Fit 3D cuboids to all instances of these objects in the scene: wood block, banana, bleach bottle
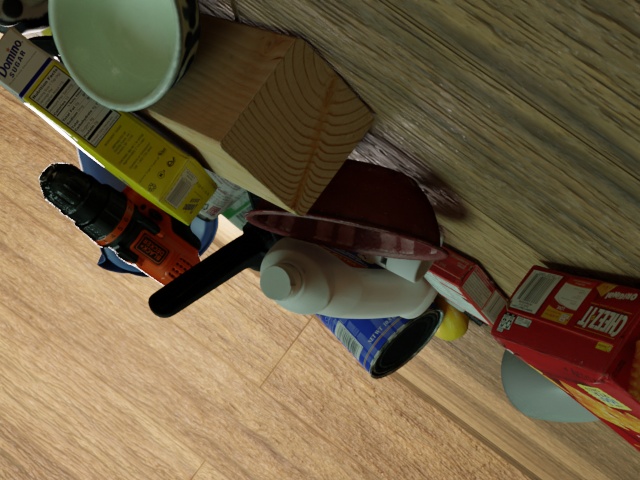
[{"bbox_3d":[-0.068,-0.102,0.785,0.090,0.091,0.206,41,172,-37],"label":"wood block"},{"bbox_3d":[0.138,0.086,1.220,0.069,0.037,0.198,37,173,-2],"label":"banana"},{"bbox_3d":[0.023,0.034,0.963,0.103,0.068,0.250,36,-164,19],"label":"bleach bottle"}]

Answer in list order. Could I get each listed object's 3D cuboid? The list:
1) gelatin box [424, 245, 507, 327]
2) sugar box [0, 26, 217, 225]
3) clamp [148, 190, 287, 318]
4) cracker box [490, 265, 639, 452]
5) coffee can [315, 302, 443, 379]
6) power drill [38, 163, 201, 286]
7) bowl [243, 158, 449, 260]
[{"bbox_3d":[0.127,0.036,0.982,0.073,0.030,0.089,32,172,43],"label":"gelatin box"},{"bbox_3d":[-0.166,-0.084,0.809,0.176,0.048,0.093,34,175,12],"label":"sugar box"},{"bbox_3d":[-0.056,0.001,0.947,0.036,0.165,0.209,47,-161,17],"label":"clamp"},{"bbox_3d":[0.240,0.111,0.739,0.213,0.072,0.164,38,174,-16],"label":"cracker box"},{"bbox_3d":[0.047,0.063,1.141,0.140,0.103,0.102,46,178,24],"label":"coffee can"},{"bbox_3d":[-0.143,-0.066,0.990,0.184,0.187,0.057,40,177,-39],"label":"power drill"},{"bbox_3d":[0.025,-0.027,0.829,0.162,0.055,0.162,12,173,1],"label":"bowl"}]
